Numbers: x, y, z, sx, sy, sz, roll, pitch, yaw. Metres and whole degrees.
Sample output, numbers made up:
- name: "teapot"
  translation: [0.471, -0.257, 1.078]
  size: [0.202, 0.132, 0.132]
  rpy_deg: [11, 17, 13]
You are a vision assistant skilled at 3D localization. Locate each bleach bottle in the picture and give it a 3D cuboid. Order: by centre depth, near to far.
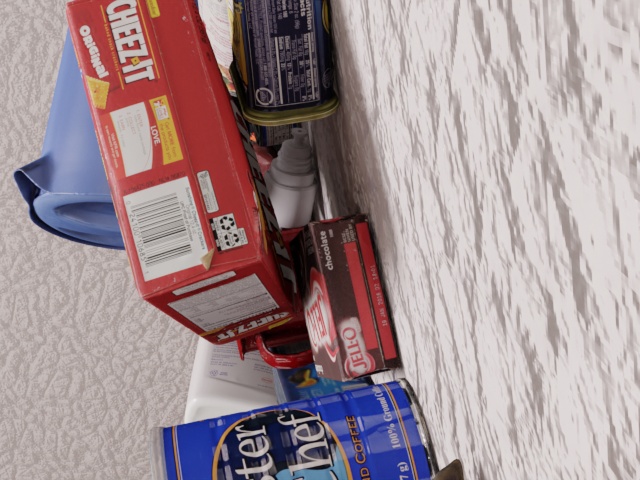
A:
- name: "bleach bottle"
  translation: [-0.052, 0.070, 0.958]
  size: [0.250, 0.102, 0.068]
  rpy_deg: [-81, 4, -48]

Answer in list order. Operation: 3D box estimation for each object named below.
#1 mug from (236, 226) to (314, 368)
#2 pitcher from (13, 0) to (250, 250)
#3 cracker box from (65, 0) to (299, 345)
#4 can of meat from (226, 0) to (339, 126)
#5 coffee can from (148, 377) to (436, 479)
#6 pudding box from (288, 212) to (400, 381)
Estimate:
- name: "mug"
  translation: [-0.024, 0.042, 0.770]
  size: [0.117, 0.081, 0.093]
  rpy_deg: [-107, 9, -45]
- name: "pitcher"
  translation: [-0.135, -0.117, 0.834]
  size: [0.149, 0.145, 0.243]
  rpy_deg: [60, -148, -69]
- name: "cracker box"
  translation: [-0.072, -0.035, 0.632]
  size: [0.213, 0.072, 0.164]
  rpy_deg: [69, -176, -77]
- name: "can of meat"
  translation: [-0.026, -0.127, 0.623]
  size: [0.102, 0.057, 0.084]
  rpy_deg: [-110, 13, -57]
- name: "coffee can"
  translation: [-0.014, 0.138, 0.574]
  size: [0.103, 0.140, 0.103]
  rpy_deg: [169, 90, -84]
- name: "pudding box"
  translation: [0.012, 0.036, 0.633]
  size: [0.113, 0.039, 0.090]
  rpy_deg: [133, 126, -82]
